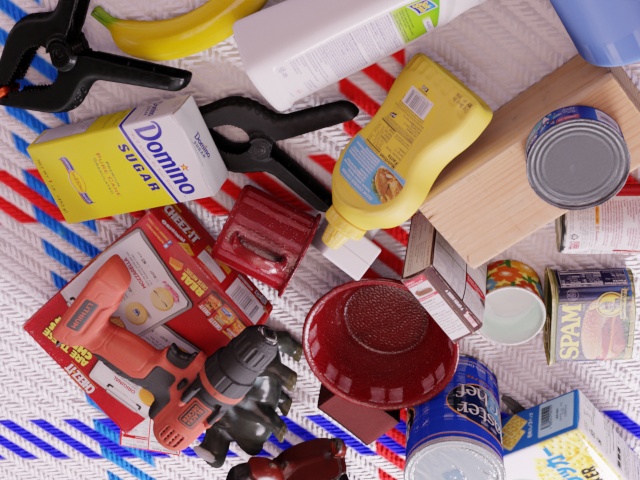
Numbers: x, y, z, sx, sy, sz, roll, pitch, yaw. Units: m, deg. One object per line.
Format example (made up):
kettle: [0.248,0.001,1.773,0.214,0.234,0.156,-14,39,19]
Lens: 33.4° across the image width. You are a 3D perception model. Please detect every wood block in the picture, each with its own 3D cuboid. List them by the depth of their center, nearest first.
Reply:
wood block: [0.197,-0.076,0.976,0.206,0.090,0.090,-34,112,24]

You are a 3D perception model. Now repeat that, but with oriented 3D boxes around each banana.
banana: [-0.111,-0.205,0.961,0.198,0.037,0.069,-16,119,16]

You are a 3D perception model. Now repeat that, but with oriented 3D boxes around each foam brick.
foam brick: [0.043,0.175,1.173,0.078,0.053,0.051,39,118,-18]

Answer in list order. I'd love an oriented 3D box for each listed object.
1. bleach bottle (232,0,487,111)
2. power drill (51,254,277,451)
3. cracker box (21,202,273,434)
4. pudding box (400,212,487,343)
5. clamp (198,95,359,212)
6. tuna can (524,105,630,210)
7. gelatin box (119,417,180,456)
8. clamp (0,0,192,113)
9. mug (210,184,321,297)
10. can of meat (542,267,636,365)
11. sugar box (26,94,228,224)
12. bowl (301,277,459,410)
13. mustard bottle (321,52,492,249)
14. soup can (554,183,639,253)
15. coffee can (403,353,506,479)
bleach bottle: [0.056,-0.197,0.924,0.251,0.068,0.102,-21,161,11]
power drill: [-0.154,0.101,1.041,0.187,0.057,0.185,41,118,-4]
cracker box: [-0.179,0.078,1.113,0.214,0.072,0.164,-39,98,27]
pudding box: [0.122,0.030,1.037,0.039,0.113,0.090,-31,113,26]
clamp: [-0.050,-0.086,1.028,0.171,0.039,0.120,8,118,9]
tuna can: [0.216,-0.070,0.903,0.086,0.033,0.086,3,121,5]
gelatin box: [-0.192,0.202,1.230,0.073,0.030,0.089,9,121,-1]
clamp: [-0.221,-0.168,0.976,0.210,0.036,0.164,-32,93,31]
mug: [-0.057,0.001,1.041,0.081,0.117,0.093,27,112,-5]
can of meat: [0.272,0.076,1.082,0.084,0.057,0.102,-3,122,5]
sugar box: [-0.186,-0.075,1.027,0.176,0.048,0.093,-9,121,28]
bowl: [0.064,0.095,1.098,0.162,0.055,0.162,5,120,9]
mustard bottle: [0.064,-0.069,0.970,0.058,0.096,0.192,20,113,-50]
soup can: [0.277,-0.021,1.014,0.102,0.068,0.068,0,122,7]
coffee can: [0.140,0.202,1.125,0.103,0.140,0.103,3,122,5]
